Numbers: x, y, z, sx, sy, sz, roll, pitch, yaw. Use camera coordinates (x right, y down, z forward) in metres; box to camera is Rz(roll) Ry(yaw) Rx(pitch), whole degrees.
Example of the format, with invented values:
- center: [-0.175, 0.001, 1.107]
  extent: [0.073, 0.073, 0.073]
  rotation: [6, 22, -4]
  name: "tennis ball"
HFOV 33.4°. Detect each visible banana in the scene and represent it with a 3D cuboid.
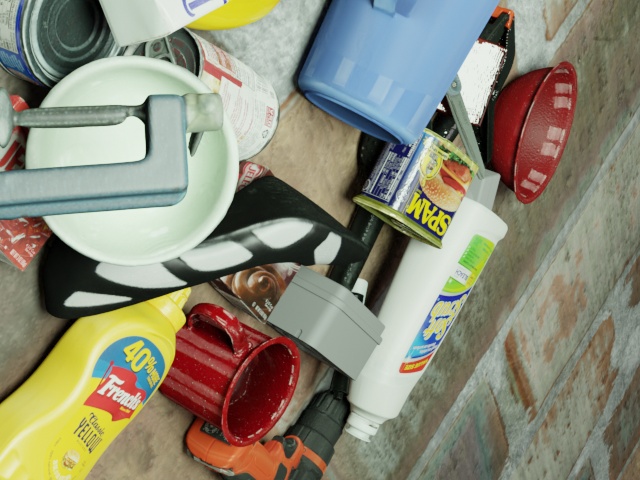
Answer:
- center: [-0.084, -0.173, 0.697]
  extent: [0.197, 0.037, 0.069]
  rotation: [17, 97, -59]
  name: "banana"

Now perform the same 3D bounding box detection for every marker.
- center: [0.027, 0.094, 1.017]
  extent: [0.020, 0.020, 0.121]
  rotation: [53, 43, -55]
  name: "marker"

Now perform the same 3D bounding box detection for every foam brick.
- center: [0.135, -0.154, 1.012]
  extent: [0.053, 0.051, 0.078]
  rotation: [-126, -125, -79]
  name: "foam brick"

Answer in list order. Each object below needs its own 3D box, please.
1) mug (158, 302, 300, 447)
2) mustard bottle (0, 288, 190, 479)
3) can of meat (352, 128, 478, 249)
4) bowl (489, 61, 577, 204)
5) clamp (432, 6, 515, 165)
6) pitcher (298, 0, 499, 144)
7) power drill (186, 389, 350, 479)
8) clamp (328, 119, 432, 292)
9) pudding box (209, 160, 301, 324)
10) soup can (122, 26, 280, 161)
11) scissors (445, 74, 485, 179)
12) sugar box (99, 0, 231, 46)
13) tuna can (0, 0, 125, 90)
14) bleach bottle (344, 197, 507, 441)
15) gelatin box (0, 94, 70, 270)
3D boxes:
- center: [-0.077, 0.096, 0.841]
  extent: [0.093, 0.082, 0.117]
  rotation: [-44, 142, -32]
  name: "mug"
- center: [-0.156, 0.099, 0.746]
  extent: [0.191, 0.058, 0.096]
  rotation: [-51, 147, -24]
  name: "mustard bottle"
- center: [0.088, -0.050, 0.953]
  extent: [0.102, 0.058, 0.084]
  rotation: [30, 86, -50]
  name: "can of meat"
- center: [0.227, -0.124, 1.180]
  extent: [0.161, 0.055, 0.162]
  rotation: [-40, 141, -44]
  name: "bowl"
- center: [0.164, -0.150, 1.089]
  extent: [0.120, 0.039, 0.171]
  rotation: [5, 111, -60]
  name: "clamp"
- center: [0.078, -0.206, 0.838]
  extent: [0.149, 0.145, 0.243]
  rotation: [27, 89, -32]
  name: "pitcher"
- center: [-0.041, 0.182, 0.978]
  extent: [0.184, 0.057, 0.187]
  rotation: [-58, 147, -26]
  name: "power drill"
- center: [0.063, -0.054, 0.999]
  extent: [0.164, 0.036, 0.210]
  rotation: [-37, 139, -41]
  name: "clamp"
- center: [-0.056, 0.001, 0.853]
  extent: [0.090, 0.039, 0.113]
  rotation: [-57, 147, -15]
  name: "pudding box"
- center: [-0.080, -0.097, 0.723]
  extent: [0.102, 0.069, 0.068]
  rotation: [22, 91, -59]
  name: "soup can"
- center: [0.125, -0.160, 0.969]
  extent: [0.096, 0.016, 0.201]
  rotation: [-51, 122, -23]
  name: "scissors"
- center: [-0.073, -0.189, 0.643]
  extent: [0.176, 0.048, 0.093]
  rotation: [-48, 124, -52]
  name: "sugar box"
- center: [-0.151, -0.131, 0.625]
  extent: [0.086, 0.034, 0.086]
  rotation: [-35, 137, -41]
  name: "tuna can"
- center: [0.093, 0.078, 1.042]
  extent: [0.102, 0.068, 0.251]
  rotation: [27, 88, -61]
  name: "bleach bottle"
- center: [-0.186, -0.035, 0.638]
  extent: [0.073, 0.030, 0.089]
  rotation: [-56, 148, -19]
  name: "gelatin box"
